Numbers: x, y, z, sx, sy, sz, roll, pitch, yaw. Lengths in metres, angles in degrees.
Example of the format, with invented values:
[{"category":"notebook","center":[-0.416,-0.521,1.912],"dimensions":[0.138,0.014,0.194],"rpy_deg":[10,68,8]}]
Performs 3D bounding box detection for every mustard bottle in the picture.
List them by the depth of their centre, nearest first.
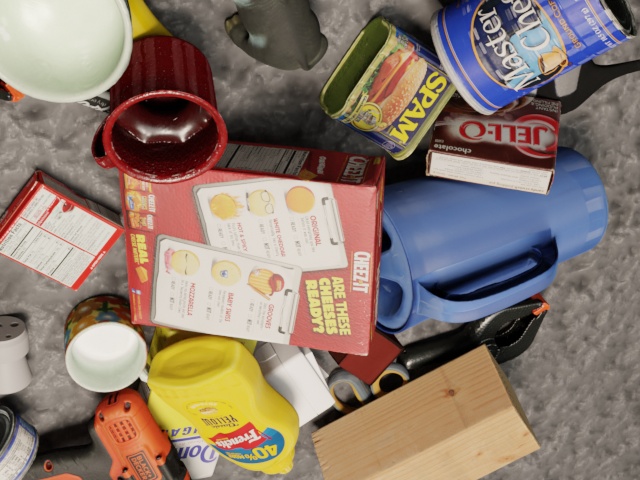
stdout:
[{"category":"mustard bottle","center":[-0.074,0.163,0.992],"dimensions":[0.096,0.058,0.191],"rpy_deg":[-12,136,22]}]

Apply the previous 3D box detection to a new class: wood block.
[{"category":"wood block","center":[0.107,0.207,1.105],"dimensions":[0.206,0.091,0.090],"rpy_deg":[-29,134,9]}]

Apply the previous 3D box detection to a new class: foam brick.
[{"category":"foam brick","center":[0.036,0.094,1.055],"dimensions":[0.051,0.078,0.053],"rpy_deg":[36,98,-35]}]

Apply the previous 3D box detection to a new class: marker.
[{"category":"marker","center":[-0.180,-0.115,0.872],"dimensions":[0.120,0.020,0.020],"rpy_deg":[19,110,-31]}]

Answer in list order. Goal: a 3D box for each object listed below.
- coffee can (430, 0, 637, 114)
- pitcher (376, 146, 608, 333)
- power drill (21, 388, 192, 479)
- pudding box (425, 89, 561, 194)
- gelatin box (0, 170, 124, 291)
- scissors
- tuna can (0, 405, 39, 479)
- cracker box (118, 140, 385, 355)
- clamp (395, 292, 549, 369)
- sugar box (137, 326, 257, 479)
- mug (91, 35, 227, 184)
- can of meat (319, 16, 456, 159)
[{"category":"coffee can","center":[0.179,-0.183,0.903],"dimensions":[0.141,0.103,0.102],"rpy_deg":[-27,132,29]},{"category":"pitcher","center":[0.151,-0.005,0.994],"dimensions":[0.242,0.149,0.145],"rpy_deg":[-17,169,-23]},{"category":"power drill","center":[-0.216,0.242,1.010],"dimensions":[0.187,0.057,0.184],"rpy_deg":[-22,112,5]},{"category":"pudding box","center":[0.157,-0.092,0.962],"dimensions":[0.113,0.090,0.039],"rpy_deg":[8,140,9]},{"category":"gelatin box","center":[-0.225,-0.008,0.911],"dimensions":[0.089,0.030,0.073],"rpy_deg":[32,104,-34]},{"category":"scissors","center":[0.083,0.192,1.160],"dimensions":[0.096,0.016,0.201],"rpy_deg":[-30,129,19]},{"category":"tuna can","center":[-0.299,0.192,0.963],"dimensions":[0.086,0.086,0.033],"rpy_deg":[-37,124,1]},{"category":"cracker box","center":[-0.056,0.001,0.907],"dimensions":[0.214,0.072,0.164],"rpy_deg":[6,121,9]},{"category":"clamp","center":[0.165,0.110,1.145],"dimensions":[0.171,0.039,0.120],"rpy_deg":[-48,128,9]},{"category":"sugar box","center":[-0.130,0.153,1.037],"dimensions":[0.093,0.048,0.176],"rpy_deg":[6,115,-26]},{"category":"mug","center":[-0.131,-0.098,0.832],"dimensions":[0.117,0.081,0.093],"rpy_deg":[-32,133,21]},{"category":"can of meat","center":[0.061,-0.136,0.942],"dimensions":[0.083,0.057,0.102],"rpy_deg":[27,106,-31]}]
